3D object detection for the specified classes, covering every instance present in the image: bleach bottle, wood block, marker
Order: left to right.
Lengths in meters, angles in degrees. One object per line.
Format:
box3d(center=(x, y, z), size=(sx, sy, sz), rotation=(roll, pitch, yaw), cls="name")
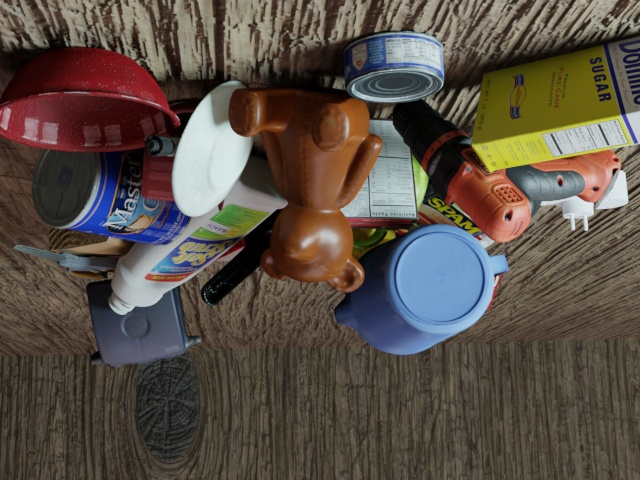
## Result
box3d(center=(-0.232, -0.019, 1.316), size=(0.090, 0.091, 0.205), rotation=(-8, 166, 26), cls="wood block")
box3d(center=(-0.121, -0.083, 0.956), size=(0.020, 0.020, 0.121), rotation=(-7, 180, 22), cls="marker")
box3d(center=(-0.153, 0.002, 1.225), size=(0.251, 0.068, 0.102), rotation=(-43, 146, 26), cls="bleach bottle")

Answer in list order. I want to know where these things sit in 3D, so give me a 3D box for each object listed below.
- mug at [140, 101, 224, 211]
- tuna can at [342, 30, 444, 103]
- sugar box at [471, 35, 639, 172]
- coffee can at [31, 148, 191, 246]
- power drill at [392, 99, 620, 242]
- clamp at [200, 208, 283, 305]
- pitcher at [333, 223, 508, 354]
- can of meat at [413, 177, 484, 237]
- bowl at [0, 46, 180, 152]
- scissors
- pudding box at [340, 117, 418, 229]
box3d(center=(-0.133, -0.087, 1.052), size=(0.081, 0.093, 0.117), rotation=(5, 136, -9), cls="mug")
box3d(center=(0.062, -0.146, 0.907), size=(0.086, 0.034, 0.086), rotation=(-2, 168, -1), cls="tuna can")
box3d(center=(0.222, -0.119, 0.913), size=(0.177, 0.093, 0.048), rotation=(-12, 138, 32), cls="sugar box")
box3d(center=(-0.216, -0.054, 1.126), size=(0.103, 0.103, 0.140), rotation=(-11, 165, 37), cls="coffee can")
box3d(center=(0.179, -0.081, 1.024), size=(0.187, 0.184, 0.057), rotation=(-13, 141, -33), cls="power drill")
box3d(center=(-0.058, 0.002, 1.236), size=(0.164, 0.036, 0.210), rotation=(-21, -157, 7), cls="clamp")
box3d(center=(0.114, 0.048, 1.131), size=(0.145, 0.149, 0.243), rotation=(30, 171, -1), cls="pitcher")
box3d(center=(0.144, -0.042, 1.188), size=(0.102, 0.057, 0.084), rotation=(35, 152, -20), cls="can of meat")
box3d(center=(-0.202, -0.123, 0.915), size=(0.162, 0.055, 0.162), rotation=(-2, 168, -1), cls="bowl")
box3d(center=(-0.275, 0.023, 1.241), size=(0.096, 0.016, 0.201), rotation=(-3, 169, 5), cls="scissors")
box3d(center=(0.048, -0.068, 1.079), size=(0.090, 0.113, 0.039), rotation=(1, 164, -16), cls="pudding box")
